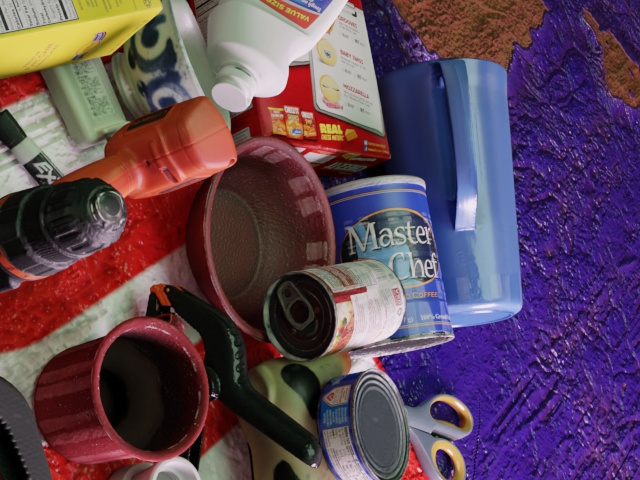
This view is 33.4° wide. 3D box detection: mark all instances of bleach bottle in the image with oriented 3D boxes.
[{"bbox_3d":[-0.024,-0.194,0.853,0.102,0.068,0.250,41,50,-26],"label":"bleach bottle"}]

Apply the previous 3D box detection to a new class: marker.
[{"bbox_3d":[-0.191,-0.044,0.751,0.121,0.020,0.020,52,44,-20],"label":"marker"}]

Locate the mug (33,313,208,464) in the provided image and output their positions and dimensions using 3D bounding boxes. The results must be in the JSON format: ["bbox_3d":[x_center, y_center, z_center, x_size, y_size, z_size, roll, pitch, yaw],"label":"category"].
[{"bbox_3d":[-0.131,0.095,0.712,0.093,0.082,0.117,47,47,-25],"label":"mug"}]

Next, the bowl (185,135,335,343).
[{"bbox_3d":[-0.056,0.001,0.841,0.161,0.055,0.162,10,78,-52],"label":"bowl"}]

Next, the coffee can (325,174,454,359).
[{"bbox_3d":[0.053,0.025,0.927,0.102,0.103,0.140,3,73,-47],"label":"coffee can"}]

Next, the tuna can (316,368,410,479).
[{"bbox_3d":[0.032,0.140,0.794,0.086,0.034,0.086,35,47,-49],"label":"tuna can"}]

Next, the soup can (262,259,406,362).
[{"bbox_3d":[0.013,0.052,0.821,0.102,0.069,0.068,-8,81,-54],"label":"soup can"}]

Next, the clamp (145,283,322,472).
[{"bbox_3d":[-0.071,0.106,0.758,0.039,0.120,0.171,38,35,-81],"label":"clamp"}]

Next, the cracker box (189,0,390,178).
[{"bbox_3d":[-0.031,-0.168,0.938,0.163,0.072,0.214,2,72,-47],"label":"cracker box"}]

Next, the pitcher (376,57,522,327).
[{"bbox_3d":[0.125,-0.046,1.009,0.149,0.145,0.243,8,72,-46],"label":"pitcher"}]

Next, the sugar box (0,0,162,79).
[{"bbox_3d":[-0.201,-0.137,0.694,0.175,0.094,0.048,-25,92,-35],"label":"sugar box"}]

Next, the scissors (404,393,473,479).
[{"bbox_3d":[0.075,0.175,0.957,0.201,0.016,0.096,10,67,-45],"label":"scissors"}]

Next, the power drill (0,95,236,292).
[{"bbox_3d":[-0.139,-0.031,0.671,0.187,0.185,0.057,-36,108,-46],"label":"power drill"}]
